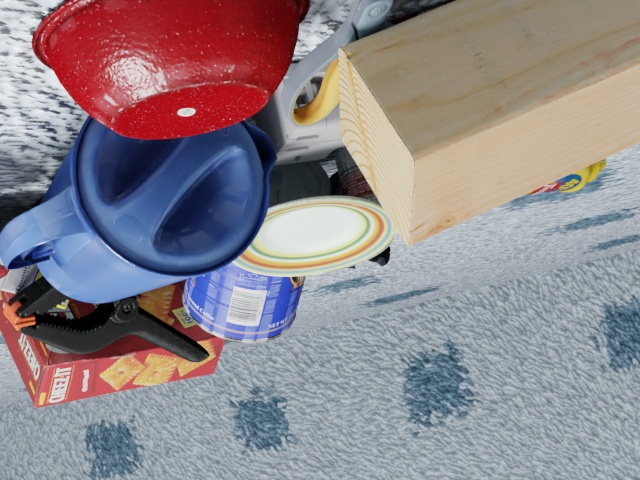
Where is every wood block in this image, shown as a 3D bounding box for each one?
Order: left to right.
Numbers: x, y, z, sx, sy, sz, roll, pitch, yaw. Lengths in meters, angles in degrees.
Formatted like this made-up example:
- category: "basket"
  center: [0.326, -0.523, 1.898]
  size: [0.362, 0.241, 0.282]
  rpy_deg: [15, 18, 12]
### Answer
- category: "wood block"
  center: [0.122, -0.092, 0.618]
  size: [0.206, 0.090, 0.091]
  rpy_deg: [-24, 152, -11]

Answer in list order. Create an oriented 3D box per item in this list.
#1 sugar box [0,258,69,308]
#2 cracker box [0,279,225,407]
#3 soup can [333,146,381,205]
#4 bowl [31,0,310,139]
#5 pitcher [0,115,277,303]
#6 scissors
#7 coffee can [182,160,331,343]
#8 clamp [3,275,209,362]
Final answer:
- category: "sugar box"
  center: [-0.287, 0.019, 0.955]
  size: [0.093, 0.048, 0.176]
  rpy_deg: [22, 171, 6]
- category: "cracker box"
  center: [-0.237, 0.088, 1.189]
  size: [0.213, 0.164, 0.072]
  rpy_deg: [-6, 132, -35]
- category: "soup can"
  center: [0.046, -0.061, 0.855]
  size: [0.068, 0.102, 0.068]
  rpy_deg: [-12, 171, -2]
- category: "bowl"
  center: [-0.079, -0.098, 0.611]
  size: [0.162, 0.055, 0.162]
  rpy_deg: [-12, 170, -2]
- category: "pitcher"
  center: [-0.150, -0.018, 0.785]
  size: [0.149, 0.145, 0.243]
  rpy_deg: [25, 160, -19]
- category: "scissors"
  center: [0.041, -0.129, 0.593]
  size: [0.096, 0.016, 0.202]
  rpy_deg: [-12, 156, -36]
- category: "coffee can"
  center: [-0.056, 0.001, 0.897]
  size: [0.102, 0.103, 0.140]
  rpy_deg: [-8, 132, -28]
- category: "clamp"
  center: [-0.174, 0.059, 0.948]
  size: [0.209, 0.165, 0.036]
  rpy_deg: [-16, -147, -33]
